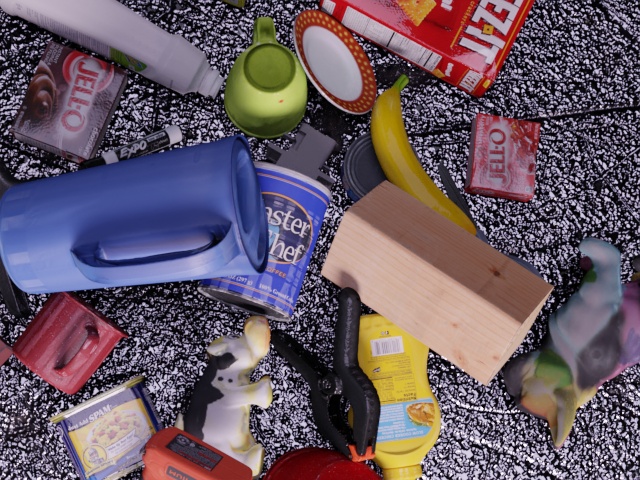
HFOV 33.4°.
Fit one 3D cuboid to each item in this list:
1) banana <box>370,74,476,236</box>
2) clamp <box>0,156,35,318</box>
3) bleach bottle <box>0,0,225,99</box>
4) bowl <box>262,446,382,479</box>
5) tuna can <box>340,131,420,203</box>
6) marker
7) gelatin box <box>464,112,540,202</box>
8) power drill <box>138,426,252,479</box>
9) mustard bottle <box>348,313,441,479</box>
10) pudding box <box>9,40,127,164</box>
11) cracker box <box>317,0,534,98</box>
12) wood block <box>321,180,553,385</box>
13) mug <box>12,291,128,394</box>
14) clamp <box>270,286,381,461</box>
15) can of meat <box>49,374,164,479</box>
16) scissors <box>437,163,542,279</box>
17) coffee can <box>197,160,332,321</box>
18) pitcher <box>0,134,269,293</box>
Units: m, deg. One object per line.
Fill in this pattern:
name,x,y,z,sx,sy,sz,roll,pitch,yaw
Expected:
banana,0.100,-0.082,1.139,0.069,0.037,0.198,-21,82,-8
clamp,-0.346,-0.029,1.113,0.210,0.036,0.164,28,95,7
bleach bottle,-0.220,-0.223,1.149,0.250,0.103,0.068,28,85,-6
bowl,0.020,0.270,1.052,0.162,0.055,0.162,19,50,-23
tuna can,0.066,-0.076,1.172,0.086,0.034,0.086,1,79,-6
marker,-0.203,-0.094,1.138,0.120,0.020,0.020,-26,83,-29
gelatin box,0.203,-0.092,1.191,0.073,0.030,0.089,9,78,-4
power drill,-0.135,0.289,1.031,0.184,0.057,0.188,27,107,6
mustard bottle,0.075,0.172,1.114,0.096,0.058,0.191,-7,80,-6
pudding box,-0.269,-0.146,1.149,0.090,0.039,0.113,21,79,-3
cracker box,0.128,-0.285,1.199,0.213,0.072,0.164,28,78,-1
wood block,0.116,0.039,1.087,0.206,0.090,0.090,34,39,16
mug,-0.251,0.104,1.069,0.093,0.117,0.081,41,82,-27
clamp,0.008,0.144,1.091,0.039,0.120,0.171,3,70,-45
can of meat,-0.209,0.196,1.082,0.102,0.057,0.084,-25,85,-9
scissors,0.185,0.000,1.151,0.016,0.096,0.202,-4,79,-46
coffee can,-0.057,0.001,1.110,0.103,0.103,0.140,19,78,-2
pitcher,-0.176,-0.013,1.005,0.243,0.149,0.145,-9,75,9
